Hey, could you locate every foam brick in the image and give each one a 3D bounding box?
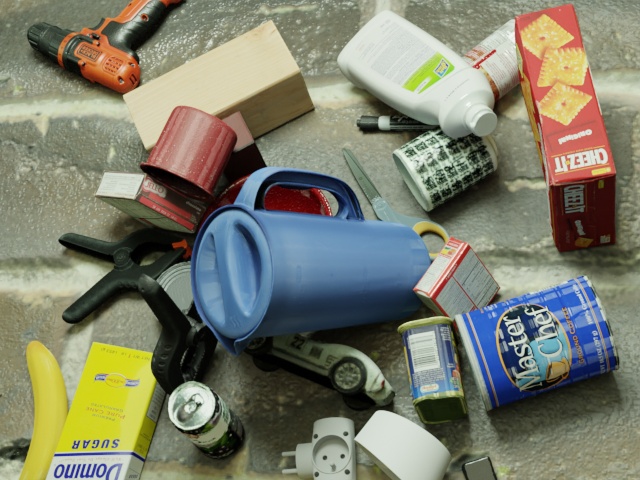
[{"bbox_3d":[-0.101,-0.107,1.290,0.051,0.078,0.053,-27,63,-1],"label":"foam brick"}]

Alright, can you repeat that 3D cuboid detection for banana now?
[{"bbox_3d":[-0.319,0.206,1.214,0.070,0.037,0.198,-2,64,12],"label":"banana"}]

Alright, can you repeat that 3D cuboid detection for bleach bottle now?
[{"bbox_3d":[0.117,-0.177,1.219,0.102,0.068,0.251,-47,40,6],"label":"bleach bottle"}]

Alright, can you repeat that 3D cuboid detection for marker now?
[{"bbox_3d":[0.103,-0.142,1.288,0.121,0.020,0.020,2,65,15],"label":"marker"}]

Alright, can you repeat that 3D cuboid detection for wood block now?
[{"bbox_3d":[-0.125,-0.171,1.320,0.206,0.090,0.091,-27,61,-1],"label":"wood block"}]

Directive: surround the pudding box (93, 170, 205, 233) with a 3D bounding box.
[{"bbox_3d":[-0.202,-0.046,1.254,0.114,0.090,0.039,5,68,52],"label":"pudding box"}]

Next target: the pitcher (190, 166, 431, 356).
[{"bbox_3d":[0.000,0.022,1.100,0.149,0.242,0.145,-46,57,38],"label":"pitcher"}]

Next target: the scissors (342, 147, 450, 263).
[{"bbox_3d":[0.091,-0.038,1.242,0.096,0.016,0.202,-15,62,5],"label":"scissors"}]

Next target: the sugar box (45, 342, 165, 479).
[{"bbox_3d":[-0.235,0.208,1.187,0.093,0.048,0.176,8,66,17],"label":"sugar box"}]

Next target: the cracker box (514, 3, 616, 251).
[{"bbox_3d":[0.264,-0.118,1.153,0.072,0.164,0.213,-10,62,11],"label":"cracker box"}]

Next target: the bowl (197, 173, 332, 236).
[{"bbox_3d":[-0.058,0.002,1.238,0.162,0.055,0.162,-6,63,11],"label":"bowl"}]

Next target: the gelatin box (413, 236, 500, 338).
[{"bbox_3d":[0.146,0.052,1.142,0.030,0.089,0.073,23,71,46],"label":"gelatin box"}]

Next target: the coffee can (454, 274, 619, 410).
[{"bbox_3d":[0.219,0.105,1.090,0.140,0.102,0.103,-18,62,5],"label":"coffee can"}]

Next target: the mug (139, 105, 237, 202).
[{"bbox_3d":[-0.151,-0.099,1.218,0.117,0.093,0.081,1,64,63],"label":"mug"}]

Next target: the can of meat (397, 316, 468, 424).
[{"bbox_3d":[0.118,0.136,1.102,0.057,0.102,0.084,-11,64,8],"label":"can of meat"}]

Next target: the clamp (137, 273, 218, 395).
[{"bbox_3d":[-0.136,0.086,1.158,0.036,0.210,0.164,28,42,26],"label":"clamp"}]

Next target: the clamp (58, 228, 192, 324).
[{"bbox_3d":[-0.241,0.021,1.285,0.171,0.039,0.120,-20,66,0],"label":"clamp"}]

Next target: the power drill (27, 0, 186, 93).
[{"bbox_3d":[-0.284,-0.302,1.444,0.185,0.057,0.187,27,77,20],"label":"power drill"}]

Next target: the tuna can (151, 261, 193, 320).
[{"bbox_3d":[-0.152,0.070,1.240,0.086,0.033,0.086,-6,63,11],"label":"tuna can"}]

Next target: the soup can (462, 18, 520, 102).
[{"bbox_3d":[0.209,-0.207,1.265,0.102,0.068,0.068,-38,62,-6],"label":"soup can"}]
